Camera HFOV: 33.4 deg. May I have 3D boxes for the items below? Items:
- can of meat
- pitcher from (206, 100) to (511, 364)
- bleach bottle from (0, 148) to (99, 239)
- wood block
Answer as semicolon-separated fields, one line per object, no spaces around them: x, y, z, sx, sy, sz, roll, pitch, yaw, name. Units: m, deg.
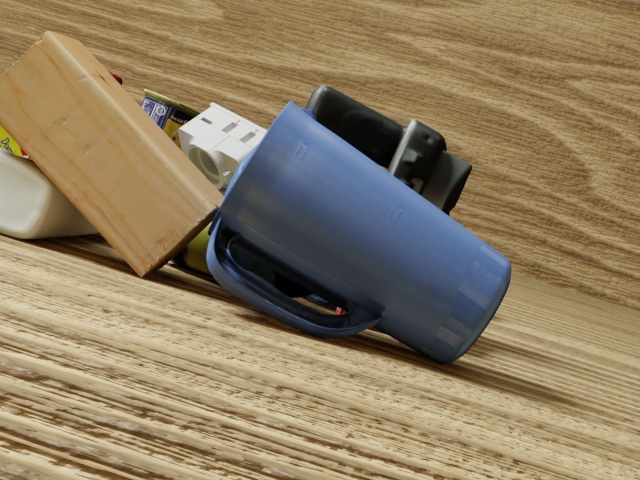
-0.180;-0.122;1.273;0.058;0.084;0.101;24;2;36;can of meat
0.030;0.008;0.901;0.243;0.149;0.145;33;11;-1;pitcher
-0.256;-0.042;1.043;0.102;0.068;0.250;25;4;9;bleach bottle
-0.187;-0.076;0.945;0.206;0.090;0.091;47;7;0;wood block
